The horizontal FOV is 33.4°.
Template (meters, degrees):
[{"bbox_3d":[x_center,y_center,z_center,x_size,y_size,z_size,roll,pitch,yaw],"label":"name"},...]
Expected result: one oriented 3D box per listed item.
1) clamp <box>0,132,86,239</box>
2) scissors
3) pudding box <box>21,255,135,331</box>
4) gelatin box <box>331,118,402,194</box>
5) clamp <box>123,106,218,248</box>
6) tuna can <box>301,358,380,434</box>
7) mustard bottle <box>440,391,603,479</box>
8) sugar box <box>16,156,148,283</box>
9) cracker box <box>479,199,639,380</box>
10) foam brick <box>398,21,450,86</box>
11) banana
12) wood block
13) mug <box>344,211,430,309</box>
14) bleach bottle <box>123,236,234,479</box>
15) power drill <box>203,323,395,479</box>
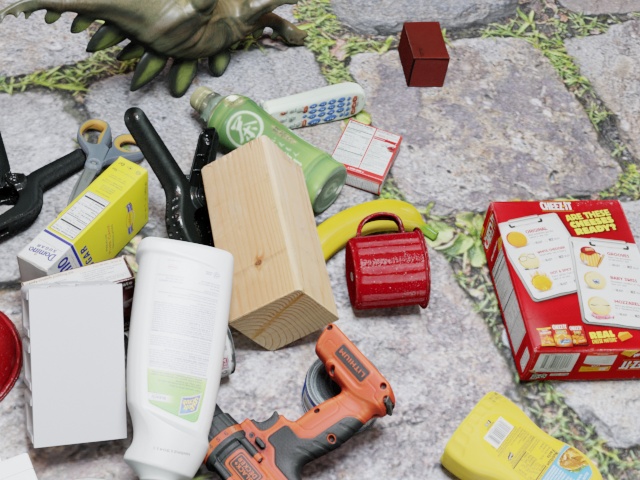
[{"bbox_3d":[-0.362,-0.067,1.241,0.120,0.039,0.171,15,43,12],"label":"clamp"},{"bbox_3d":[-0.247,-0.087,1.251,0.096,0.016,0.202,9,32,-18],"label":"scissors"},{"bbox_3d":[-0.250,0.068,1.112,0.113,0.090,0.039,-18,55,-22],"label":"pudding box"},{"bbox_3d":[0.055,-0.105,1.339,0.073,0.030,0.089,19,51,8],"label":"gelatin box"},{"bbox_3d":[-0.143,-0.049,1.218,0.164,0.036,0.210,-9,80,-63],"label":"clamp"},{"bbox_3d":[0.024,0.158,1.117,0.086,0.034,0.086,4,51,-5],"label":"tuna can"},{"bbox_3d":[0.222,0.240,1.065,0.192,0.058,0.096,34,54,19],"label":"mustard bottle"},{"bbox_3d":[-0.255,-0.003,1.169,0.048,0.093,0.176,25,53,13],"label":"sugar box"},{"bbox_3d":[0.286,0.055,1.217,0.164,0.072,0.214,-1,50,-10],"label":"cracker box"},{"bbox_3d":[0.141,-0.255,1.460,0.053,0.051,0.078,-1,51,-9],"label":"foam brick"},{"bbox_3d":[0.043,-0.009,1.254,0.197,0.037,0.070,-18,56,-21],"label":"banana"},{"bbox_3d":[-0.058,0.001,1.168,0.091,0.090,0.206,-26,54,19],"label":"wood block"},{"bbox_3d":[0.072,0.023,1.195,0.081,0.093,0.117,-5,71,-7],"label":"mug"},{"bbox_3d":[-0.147,0.127,1.024,0.102,0.068,0.251,10,66,-7],"label":"bleach bottle"},{"bbox_3d":[-0.034,0.170,1.056,0.187,0.057,0.184,-40,66,-10],"label":"power drill"}]
